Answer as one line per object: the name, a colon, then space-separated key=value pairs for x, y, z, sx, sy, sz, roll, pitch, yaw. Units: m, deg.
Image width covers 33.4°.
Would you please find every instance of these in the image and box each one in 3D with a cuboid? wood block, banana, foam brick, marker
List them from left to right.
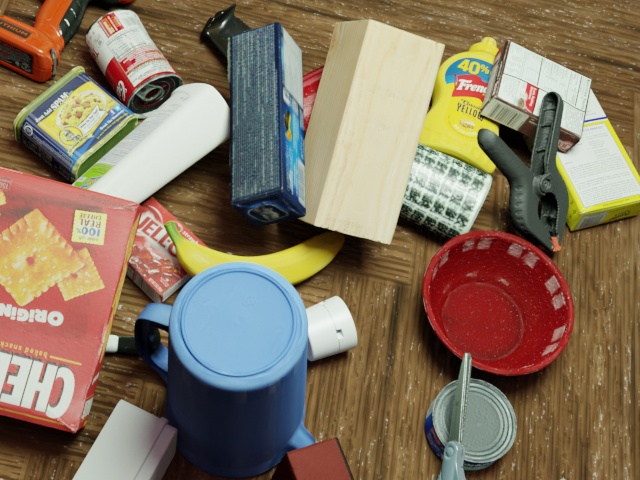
marker: x=-0.227 y=0.097 z=1.022 sx=0.121 sy=0.020 sz=0.020 roll=5 pitch=61 yaw=-10
banana: x=-0.062 y=0.020 z=1.074 sx=0.197 sy=0.037 sz=0.069 roll=3 pitch=92 yaw=-28
foam brick: x=-0.006 y=0.220 z=0.970 sx=0.052 sy=0.078 sz=0.051 roll=-14 pitch=65 yaw=-21
wood block: x=0.044 y=-0.110 z=1.087 sx=0.090 sy=0.091 sz=0.206 roll=14 pitch=94 yaw=-22

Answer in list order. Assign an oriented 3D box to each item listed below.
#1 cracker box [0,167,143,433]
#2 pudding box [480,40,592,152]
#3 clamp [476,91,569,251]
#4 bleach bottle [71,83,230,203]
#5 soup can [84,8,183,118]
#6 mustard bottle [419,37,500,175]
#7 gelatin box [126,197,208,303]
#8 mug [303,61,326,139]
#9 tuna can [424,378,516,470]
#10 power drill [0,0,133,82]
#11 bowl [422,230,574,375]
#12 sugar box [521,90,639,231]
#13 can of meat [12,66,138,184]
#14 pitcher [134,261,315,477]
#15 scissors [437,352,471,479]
cracker box: x=-0.267 y=0.050 z=0.965 sx=0.164 sy=0.072 sz=0.213 roll=15 pitch=85 yaw=-4
pudding box: x=0.243 y=-0.162 z=1.196 sx=0.113 sy=0.039 sz=0.090 roll=24 pitch=58 yaw=-9
clamp: x=0.220 y=-0.064 z=1.137 sx=0.120 sy=0.039 sz=0.171 roll=-17 pitch=106 yaw=-26
bleach bottle: x=-0.202 y=-0.061 z=1.080 sx=0.250 sy=0.103 sz=0.068 roll=-42 pitch=111 yaw=-20
soup can: x=-0.203 y=-0.192 z=1.156 sx=0.068 sy=0.069 sz=0.102 roll=-26 pitch=70 yaw=-24
mustard bottle: x=0.172 y=-0.160 z=1.226 sx=0.096 sy=0.058 sz=0.191 roll=22 pitch=59 yaw=-2
gelatin box: x=-0.166 y=0.009 z=1.077 sx=0.089 sy=0.030 sz=0.073 roll=42 pitch=62 yaw=11
mug: x=0.003 y=-0.132 z=1.165 sx=0.081 sy=0.093 sz=0.117 roll=-29 pitch=105 yaw=-20
tuna can: x=0.147 y=0.182 z=1.049 sx=0.086 sy=0.034 sz=0.086 roll=5 pitch=61 yaw=-10
power drill: x=-0.314 y=-0.277 z=1.184 sx=0.184 sy=0.057 sz=0.187 roll=26 pitch=60 yaw=2
bowl: x=0.176 y=0.072 z=1.102 sx=0.162 sy=0.055 sz=0.162 roll=5 pitch=61 yaw=-10
sugar box: x=0.296 y=-0.103 z=1.230 sx=0.093 sy=0.048 sz=0.176 roll=-12 pitch=62 yaw=-17
can of meat: x=-0.253 y=-0.118 z=1.112 sx=0.084 sy=0.057 sz=0.102 roll=39 pitch=61 yaw=7
pitcher: x=-0.081 y=0.108 z=0.920 sx=0.149 sy=0.243 sz=0.145 roll=-10 pitch=66 yaw=-10
scissors: x=0.133 y=0.207 z=0.977 sx=0.016 sy=0.096 sz=0.202 roll=22 pitch=84 yaw=-33
